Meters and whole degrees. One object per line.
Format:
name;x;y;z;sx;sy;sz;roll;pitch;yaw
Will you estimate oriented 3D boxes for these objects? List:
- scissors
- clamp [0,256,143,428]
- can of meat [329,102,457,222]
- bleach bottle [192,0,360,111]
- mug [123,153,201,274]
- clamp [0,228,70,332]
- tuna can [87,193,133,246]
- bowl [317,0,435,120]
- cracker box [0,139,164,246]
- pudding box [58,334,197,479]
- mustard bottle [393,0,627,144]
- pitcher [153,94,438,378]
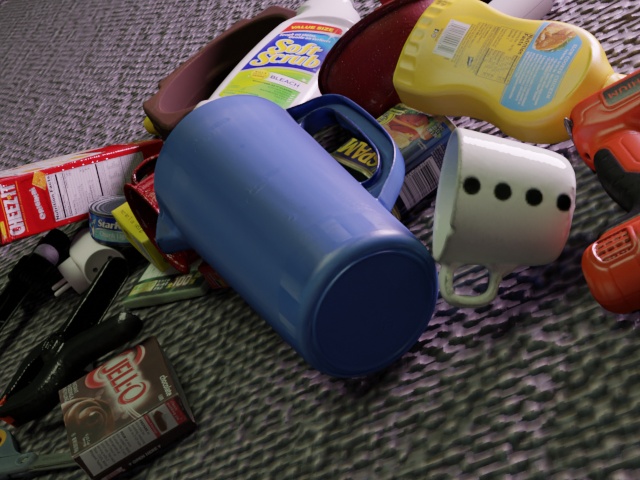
scissors;-0.244;0.176;0.892;0.202;0.016;0.096;-20;25;17
clamp;-0.216;0.089;0.923;0.172;0.039;0.120;-39;24;14
can of meat;0.063;-0.066;0.880;0.084;0.057;0.102;-38;27;-10
bleach bottle;-0.028;-0.164;1.018;0.103;0.068;0.250;15;46;13
mug;-0.117;-0.038;0.926;0.081;0.093;0.117;-37;53;-18
clamp;-0.317;0.046;1.137;0.165;0.036;0.210;-49;12;9
tuna can;-0.192;-0.022;1.086;0.086;0.034;0.086;1;18;0
bowl;0.081;-0.149;0.936;0.162;0.162;0.055;-30;68;10
cracker box;-0.293;-0.051;1.162;0.213;0.072;0.164;-21;13;-39
pudding box;-0.151;0.129;0.825;0.090;0.039;0.114;-32;28;-6
mustard bottle;0.158;-0.124;0.810;0.192;0.058;0.096;22;72;29
pitcher;-0.012;-0.013;0.776;0.144;0.149;0.243;0;25;-31
